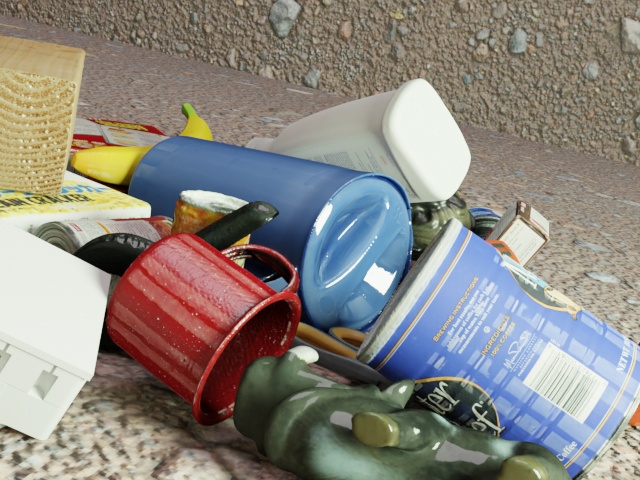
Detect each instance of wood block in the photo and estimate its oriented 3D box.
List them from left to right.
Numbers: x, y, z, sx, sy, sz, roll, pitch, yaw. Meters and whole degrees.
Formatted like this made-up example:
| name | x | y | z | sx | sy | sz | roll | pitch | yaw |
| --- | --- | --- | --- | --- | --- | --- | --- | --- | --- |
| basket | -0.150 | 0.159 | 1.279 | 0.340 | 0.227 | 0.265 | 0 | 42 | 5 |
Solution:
| name | x | y | z | sx | sy | sz | roll | pitch | yaw |
| --- | --- | --- | --- | --- | --- | --- | --- | --- | --- |
| wood block | -0.247 | -0.109 | 0.878 | 0.090 | 0.091 | 0.206 | 8 | 15 | -13 |

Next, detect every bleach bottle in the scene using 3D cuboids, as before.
| name | x | y | z | sx | sy | sz | roll | pitch | yaw |
| --- | --- | --- | --- | --- | --- | --- | --- | --- | --- |
| bleach bottle | 0.006 | -0.075 | 0.948 | 0.251 | 0.068 | 0.102 | -3 | -46 | 46 |

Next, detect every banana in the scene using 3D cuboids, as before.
| name | x | y | z | sx | sy | sz | roll | pitch | yaw |
| --- | --- | --- | --- | --- | --- | --- | --- | --- | --- |
| banana | -0.152 | -0.081 | 1.002 | 0.070 | 0.037 | 0.197 | 28 | 28 | 14 |

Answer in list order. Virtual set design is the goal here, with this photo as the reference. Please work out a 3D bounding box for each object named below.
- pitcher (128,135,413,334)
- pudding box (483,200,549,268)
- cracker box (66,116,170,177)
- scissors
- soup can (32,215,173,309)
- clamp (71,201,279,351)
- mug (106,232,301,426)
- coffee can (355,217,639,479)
| name | x | y | z | sx | sy | sz | roll | pitch | yaw |
| --- | --- | --- | --- | --- | --- | --- | --- | --- | --- |
| pitcher | -0.057 | -0.012 | 0.888 | 0.243 | 0.145 | 0.149 | 18 | -10 | 40 |
| pudding box | 0.153 | 0.022 | 0.939 | 0.039 | 0.114 | 0.090 | 37 | 16 | 2 |
| cracker box | -0.229 | -0.079 | 1.120 | 0.164 | 0.072 | 0.214 | 6 | 13 | -27 |
| scissors | 0.061 | 0.099 | 0.746 | 0.202 | 0.016 | 0.096 | 24 | 13 | 26 |
| soup can | -0.155 | 0.017 | 0.783 | 0.069 | 0.068 | 0.102 | 22 | 17 | 38 |
| clamp | -0.103 | 0.025 | 0.701 | 0.171 | 0.120 | 0.039 | 9 | 5 | 2 |
| mug | -0.064 | 0.041 | 0.637 | 0.082 | 0.093 | 0.117 | 34 | 57 | 22 |
| coffee can | 0.107 | 0.067 | 0.632 | 0.140 | 0.103 | 0.102 | 34 | 15 | 2 |
